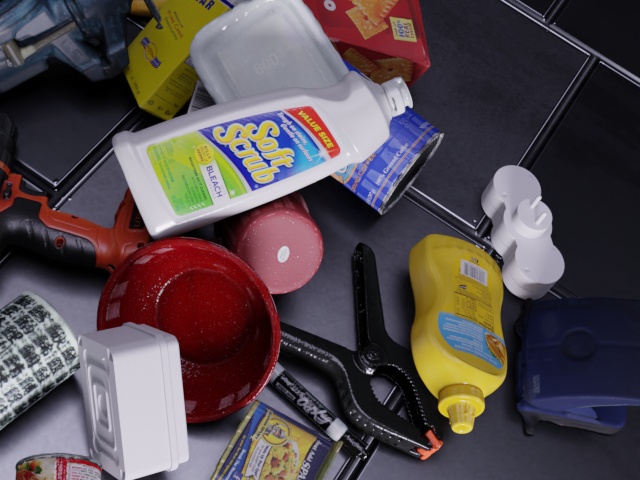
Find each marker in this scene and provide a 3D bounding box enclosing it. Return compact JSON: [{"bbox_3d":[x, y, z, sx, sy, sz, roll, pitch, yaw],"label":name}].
[{"bbox_3d":[-0.004,0.152,0.953,0.121,0.020,0.020,41,59,10],"label":"marker"}]

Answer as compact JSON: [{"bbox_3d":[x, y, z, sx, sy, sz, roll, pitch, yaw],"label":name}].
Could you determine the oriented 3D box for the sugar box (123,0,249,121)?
[{"bbox_3d":[-0.119,-0.209,1.038,0.048,0.176,0.093,25,25,-42],"label":"sugar box"}]

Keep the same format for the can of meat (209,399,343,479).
[{"bbox_3d":[-0.042,0.196,0.896,0.084,0.057,0.102,28,57,5],"label":"can of meat"}]

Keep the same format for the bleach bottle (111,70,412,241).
[{"bbox_3d":[-0.044,-0.089,0.920,0.250,0.068,0.102,-22,99,-3],"label":"bleach bottle"}]

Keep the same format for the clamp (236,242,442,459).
[{"bbox_3d":[0.030,0.112,0.973,0.164,0.036,0.210,-21,70,-31],"label":"clamp"}]

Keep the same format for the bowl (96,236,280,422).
[{"bbox_3d":[-0.108,0.072,0.922,0.162,0.162,0.055,31,13,4],"label":"bowl"}]

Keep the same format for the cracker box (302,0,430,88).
[{"bbox_3d":[0.004,-0.258,1.135,0.213,0.072,0.164,11,57,-28],"label":"cracker box"}]

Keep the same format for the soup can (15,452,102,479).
[{"bbox_3d":[-0.205,0.224,0.829,0.068,0.069,0.102,3,60,-13],"label":"soup can"}]

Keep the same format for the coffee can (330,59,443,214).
[{"bbox_3d":[0.037,-0.108,1.066,0.140,0.103,0.102,38,58,8],"label":"coffee can"}]

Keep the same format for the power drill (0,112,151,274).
[{"bbox_3d":[-0.244,-0.034,0.974,0.187,0.057,0.184,10,50,-9],"label":"power drill"}]

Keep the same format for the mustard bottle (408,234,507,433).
[{"bbox_3d":[0.127,0.089,0.982,0.096,0.058,0.191,26,45,-25],"label":"mustard bottle"}]

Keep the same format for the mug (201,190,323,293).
[{"bbox_3d":[-0.056,0.001,0.969,0.117,0.093,0.081,-16,23,-10],"label":"mug"}]
